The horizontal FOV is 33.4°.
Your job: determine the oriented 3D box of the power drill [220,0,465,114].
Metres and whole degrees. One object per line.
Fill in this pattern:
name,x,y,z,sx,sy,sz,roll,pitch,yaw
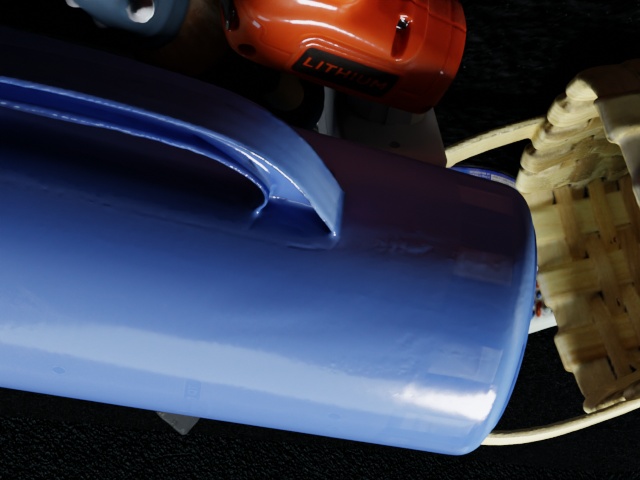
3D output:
power drill,0.066,-0.101,0.348,0.184,0.057,0.188,16,158,-29

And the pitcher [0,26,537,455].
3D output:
pitcher,-0.046,0.003,0.404,0.243,0.145,0.149,12,-166,-2
